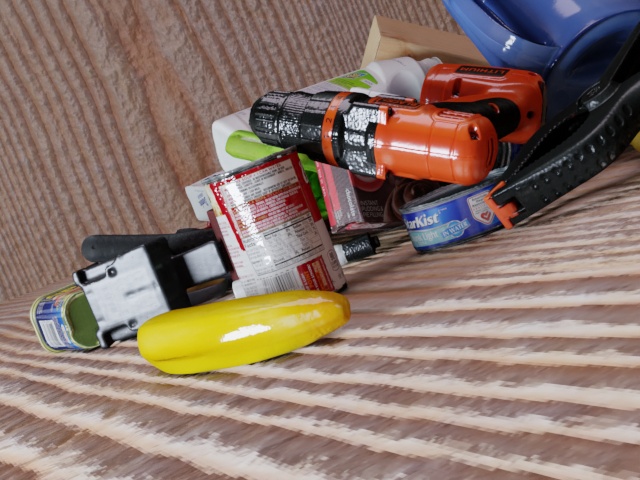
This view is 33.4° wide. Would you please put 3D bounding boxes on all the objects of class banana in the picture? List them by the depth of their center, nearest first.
[{"bbox_3d":[-0.060,0.052,0.618,0.069,0.037,0.198,-25,7,-31],"label":"banana"}]

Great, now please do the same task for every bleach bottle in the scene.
[{"bbox_3d":[0.023,-0.126,1.068,0.250,0.068,0.103,-25,36,-21],"label":"bleach bottle"}]

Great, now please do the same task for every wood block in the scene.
[{"bbox_3d":[0.152,-0.179,1.209,0.206,0.090,0.091,12,27,-7],"label":"wood block"}]

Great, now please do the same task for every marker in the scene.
[{"bbox_3d":[-0.011,0.021,0.837,0.121,0.020,0.020,-20,5,10],"label":"marker"}]

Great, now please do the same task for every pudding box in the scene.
[{"bbox_3d":[0.046,-0.053,0.854,0.039,0.090,0.113,-21,-13,40],"label":"pudding box"}]

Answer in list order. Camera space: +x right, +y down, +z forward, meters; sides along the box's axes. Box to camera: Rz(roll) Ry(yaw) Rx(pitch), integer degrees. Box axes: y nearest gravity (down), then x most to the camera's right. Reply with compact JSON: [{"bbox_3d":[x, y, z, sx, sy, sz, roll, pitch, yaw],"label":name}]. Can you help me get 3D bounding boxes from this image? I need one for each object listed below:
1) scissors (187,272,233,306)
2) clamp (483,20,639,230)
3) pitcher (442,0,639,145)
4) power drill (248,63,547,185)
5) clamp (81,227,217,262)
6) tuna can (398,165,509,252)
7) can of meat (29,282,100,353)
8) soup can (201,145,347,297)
[{"bbox_3d":[-0.135,0.053,1.021,0.202,0.016,0.096,-18,6,33],"label":"scissors"},{"bbox_3d":[0.194,-0.086,0.683,0.210,0.036,0.165,-43,12,-9],"label":"clamp"},{"bbox_3d":[0.189,-0.191,0.926,0.145,0.149,0.243,-29,42,0],"label":"pitcher"},{"bbox_3d":[0.067,-0.088,0.768,0.185,0.057,0.187,15,24,31],"label":"power drill"},{"bbox_3d":[-0.124,0.008,0.996,0.171,0.039,0.120,-1,0,7],"label":"clamp"},{"bbox_3d":[0.100,-0.022,0.750,0.086,0.034,0.086,-21,5,2],"label":"tuna can"},{"bbox_3d":[-0.201,0.063,0.973,0.101,0.057,0.084,-24,8,-32],"label":"can of meat"},{"bbox_3d":[-0.030,-0.004,0.713,0.068,0.102,0.068,-21,5,2],"label":"soup can"}]
